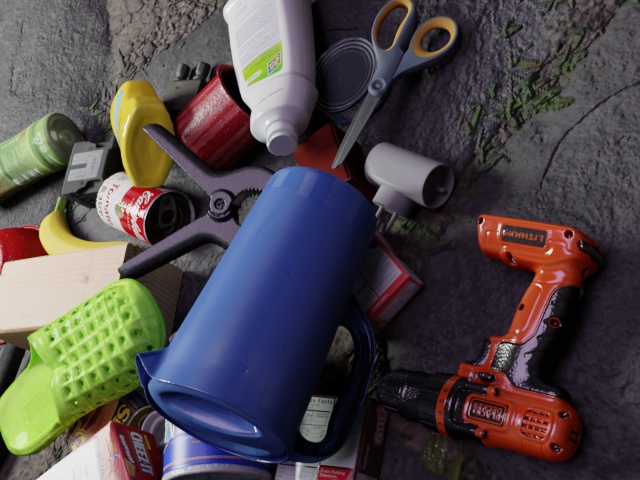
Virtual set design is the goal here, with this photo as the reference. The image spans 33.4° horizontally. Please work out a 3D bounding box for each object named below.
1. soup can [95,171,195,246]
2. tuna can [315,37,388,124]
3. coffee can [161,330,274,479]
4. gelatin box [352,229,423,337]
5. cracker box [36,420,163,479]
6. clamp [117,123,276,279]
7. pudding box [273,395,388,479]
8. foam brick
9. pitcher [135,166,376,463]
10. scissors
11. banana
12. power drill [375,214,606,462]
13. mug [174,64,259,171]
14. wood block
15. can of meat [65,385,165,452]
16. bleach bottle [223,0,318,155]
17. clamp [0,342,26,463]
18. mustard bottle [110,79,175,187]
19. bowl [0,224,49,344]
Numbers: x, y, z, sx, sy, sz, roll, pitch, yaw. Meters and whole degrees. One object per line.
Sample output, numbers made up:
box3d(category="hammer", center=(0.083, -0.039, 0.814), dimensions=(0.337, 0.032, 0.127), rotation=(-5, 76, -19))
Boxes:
box3d(category="soup can", center=(-0.198, -0.035, 1.200), dimensions=(0.102, 0.068, 0.068), rotation=(22, 83, 43))
box3d(category="tuna can", center=(0.031, -0.164, 1.101), dimensions=(0.086, 0.033, 0.086), rotation=(-18, 59, 32))
box3d(category="coffee can", center=(-0.094, 0.161, 0.996), dimensions=(0.103, 0.102, 0.140), rotation=(-20, 58, 31))
box3d(category="gelatin box", center=(0.044, 0.037, 0.996), dimensions=(0.073, 0.030, 0.089), rotation=(-48, 47, 11))
box3d(category="cracker box", center=(-0.226, 0.297, 0.992), dimensions=(0.214, 0.072, 0.164), rotation=(-39, 53, 15))
box3d(category="clamp", center=(-0.102, -0.043, 1.086), dimensions=(0.210, 0.036, 0.164), rotation=(-1, 79, 11))
box3d(category="pudding box", center=(0.007, 0.194, 0.943), dimensions=(0.090, 0.039, 0.113), rotation=(-3, 65, 38))
box3d(category="foam brick", center=(0.015, -0.066, 1.054), dimensions=(0.051, 0.052, 0.078), rotation=(-34, 50, 21))
box3d(category="pitcher", center=(-0.032, 0.064, 0.921), dimensions=(0.145, 0.149, 0.242), rotation=(6, 57, 34))
box3d(category="scissors", center=(0.077, -0.152, 1.039), dimensions=(0.096, 0.016, 0.201), rotation=(7, 66, 15))
box3d(category="banana", center=(-0.286, 0.003, 1.273), dimensions=(0.198, 0.037, 0.069), rotation=(28, 89, 43))
box3d(category="power drill", center=(0.144, 0.076, 0.879), dimensions=(0.185, 0.057, 0.187), rotation=(10, 78, 37))
box3d(category="mug", center=(-0.103, -0.136, 1.167), dimensions=(0.082, 0.093, 0.117), rotation=(-41, 23, 22))
box3d(category="wood block", center=(-0.264, 0.069, 1.187), dimensions=(0.207, 0.090, 0.091), rotation=(-8, 63, 36))
box3d(category="can of meat", center=(-0.209, 0.197, 1.104), dimensions=(0.084, 0.057, 0.102), rotation=(33, 91, 45))
box3d(category="bleach bottle", center=(-0.051, -0.180, 1.119), dimensions=(0.103, 0.068, 0.251), rotation=(-36, 40, 30))
box3d(category="clamp", center=(-0.387, 0.191, 1.262), dimensions=(0.120, 0.039, 0.171), rotation=(-32, 58, 28))
box3d(category="mustard bottle", center=(-0.207, -0.132, 1.220), dimensions=(0.192, 0.058, 0.096), rotation=(-128, 37, -64))
box3d(category="bowl", center=(-0.407, 0.046, 1.337), dimensions=(0.162, 0.055, 0.162), rotation=(-18, 59, 32))
